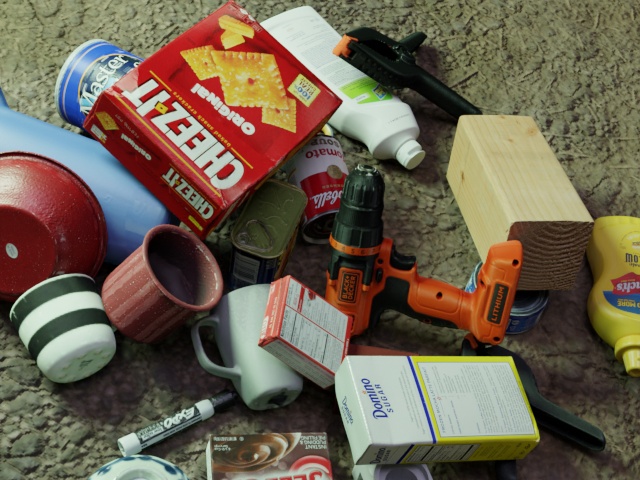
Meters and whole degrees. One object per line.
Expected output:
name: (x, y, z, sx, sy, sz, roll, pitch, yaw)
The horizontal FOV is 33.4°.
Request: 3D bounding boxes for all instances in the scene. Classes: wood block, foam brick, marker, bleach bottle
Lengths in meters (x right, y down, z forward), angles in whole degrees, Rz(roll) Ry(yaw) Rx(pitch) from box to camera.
wood block: (0.210, -0.045, 1.157, 0.090, 0.091, 0.206, 0, 37, -11)
foam brick: (0.053, 0.139, 1.036, 0.078, 0.053, 0.051, 9, 51, -5)
marker: (-0.131, 0.169, 0.999, 0.121, 0.020, 0.020, -23, 59, -26)
bleach bottle: (0.027, -0.175, 1.279, 0.102, 0.068, 0.251, -29, 64, -28)

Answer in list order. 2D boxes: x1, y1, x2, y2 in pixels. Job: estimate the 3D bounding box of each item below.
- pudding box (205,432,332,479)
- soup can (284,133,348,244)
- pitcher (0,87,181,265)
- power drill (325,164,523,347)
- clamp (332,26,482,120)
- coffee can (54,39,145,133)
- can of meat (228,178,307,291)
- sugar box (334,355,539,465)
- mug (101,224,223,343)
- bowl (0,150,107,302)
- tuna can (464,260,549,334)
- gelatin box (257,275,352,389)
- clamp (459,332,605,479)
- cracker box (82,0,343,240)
pudding box: (-0.045, 0.221, 0.960, 0.113, 0.039, 0.090, 0, 52, -10)
soup can: (0.002, -0.056, 1.165, 0.068, 0.069, 0.102, -6, 61, -15)
pitcher: (-0.267, -0.041, 1.084, 0.243, 0.149, 0.145, 18, 35, 0)
power drill: (0.100, 0.023, 1.051, 0.187, 0.184, 0.057, 10, 27, 5)
clamp: (0.102, -0.206, 1.286, 0.209, 0.036, 0.165, 1, 47, -49)
coffee can: (-0.206, -0.149, 1.174, 0.140, 0.103, 0.102, 27, 51, 22)
can of meat: (-0.057, 0.001, 1.105, 0.057, 0.084, 0.102, 20, 51, 5)
sugar box: (0.105, 0.154, 0.973, 0.176, 0.048, 0.093, 2, 50, -21)
mug: (-0.145, 0.045, 1.019, 0.117, 0.082, 0.093, -1, 60, -52)
bowl: (-0.287, -0.001, 1.011, 0.162, 0.162, 0.055, 11, 22, -2)
tuna can: (0.200, 0.056, 1.142, 0.086, 0.034, 0.086, 5, 51, -6)
gelatin box: (-0.014, 0.086, 1.001, 0.089, 0.030, 0.073, 35, 44, -27)
clamp: (0.182, 0.167, 1.047, 0.120, 0.039, 0.172, -23, 53, -31)
cracker box: (-0.102, -0.128, 1.072, 0.164, 0.072, 0.213, 43, 50, 1)
